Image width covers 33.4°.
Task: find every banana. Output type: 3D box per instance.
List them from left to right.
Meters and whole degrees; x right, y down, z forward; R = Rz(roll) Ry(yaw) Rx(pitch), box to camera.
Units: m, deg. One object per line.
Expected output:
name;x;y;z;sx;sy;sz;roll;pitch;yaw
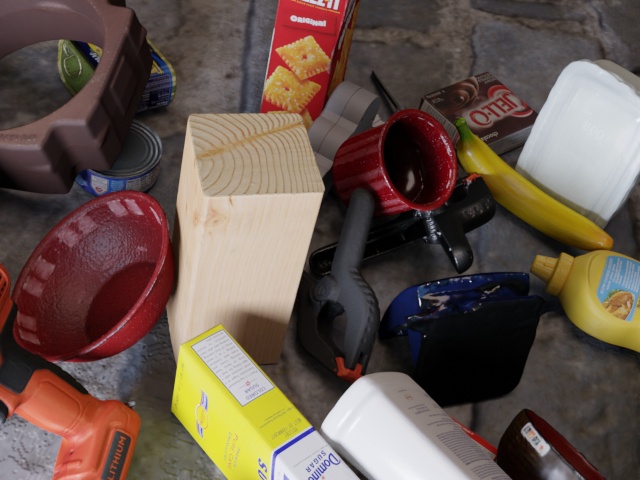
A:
banana;0.205;-0.045;1.073;0.198;0.069;0.037;39;87;12

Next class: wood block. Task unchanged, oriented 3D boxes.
wood block;-0.067;0.005;0.851;0.090;0.206;0.090;-2;48;-16

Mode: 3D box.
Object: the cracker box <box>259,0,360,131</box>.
cracker box;-0.001;-0.216;1.074;0.072;0.214;0.164;17;45;1

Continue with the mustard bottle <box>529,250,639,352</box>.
mustard bottle;0.288;0.059;0.998;0.192;0.058;0.096;24;49;8

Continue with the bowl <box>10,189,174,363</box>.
bowl;-0.174;0.039;0.865;0.162;0.055;0.162;-20;46;23

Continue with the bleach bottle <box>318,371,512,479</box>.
bleach bottle;0.117;0.197;0.750;0.251;0.068;0.102;42;15;25

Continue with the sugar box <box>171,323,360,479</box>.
sugar box;-0.042;0.155;0.794;0.048;0.093;0.176;-25;57;-31

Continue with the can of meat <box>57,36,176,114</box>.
can of meat;-0.207;-0.170;1.087;0.083;0.057;0.102;-20;55;-32

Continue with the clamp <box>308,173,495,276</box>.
clamp;0.111;-0.014;0.996;0.165;0.036;0.209;2;24;42

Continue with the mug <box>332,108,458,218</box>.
mug;0.074;-0.066;0.986;0.117;0.082;0.093;1;81;-36

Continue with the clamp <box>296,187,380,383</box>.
clamp;0.001;0.046;0.930;0.039;0.120;0.171;27;49;-42

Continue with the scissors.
scissors;0.084;-0.134;1.123;0.016;0.096;0.202;-39;58;10

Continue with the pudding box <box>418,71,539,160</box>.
pudding box;0.173;-0.133;1.164;0.113;0.039;0.090;-26;58;-33

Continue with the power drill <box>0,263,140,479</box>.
power drill;-0.211;0.125;0.725;0.057;0.187;0.184;-19;38;28

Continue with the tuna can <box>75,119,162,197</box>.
tuna can;-0.195;-0.079;1.018;0.086;0.034;0.086;8;46;-8
